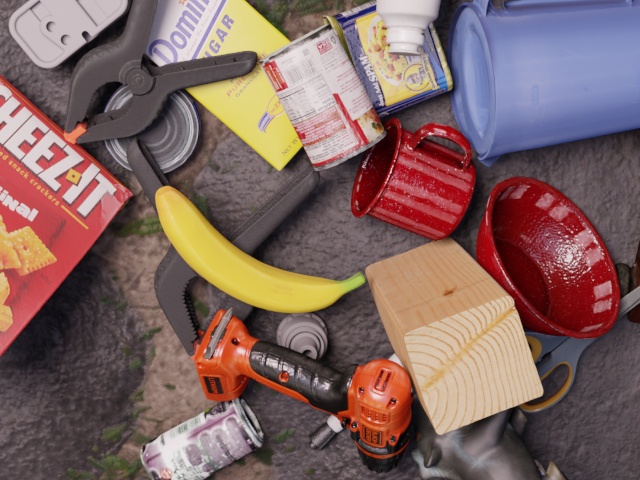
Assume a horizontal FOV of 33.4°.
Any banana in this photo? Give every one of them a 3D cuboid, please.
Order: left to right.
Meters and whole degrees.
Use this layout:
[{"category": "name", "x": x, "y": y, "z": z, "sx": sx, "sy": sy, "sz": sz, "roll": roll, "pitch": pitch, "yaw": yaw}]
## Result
[{"category": "banana", "x": -0.061, "y": 0.018, "z": 0.908, "sx": 0.197, "sy": 0.037, "sz": 0.070, "roll": 24, "pitch": 105, "yaw": -21}]

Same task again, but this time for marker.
[{"category": "marker", "x": 0.034, "y": 0.155, "z": 1.017, "sx": 0.121, "sy": 0.020, "sz": 0.020, "roll": -45, "pitch": 103, "yaw": 5}]

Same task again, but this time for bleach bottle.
[{"category": "bleach bottle", "x": 0.076, "y": -0.276, "z": 0.862, "sx": 0.068, "sy": 0.102, "sz": 0.251, "roll": 4, "pitch": 94, "yaw": -4}]

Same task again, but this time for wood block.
[{"category": "wood block", "x": 0.106, "y": 0.072, "z": 0.909, "sx": 0.091, "sy": 0.206, "sz": 0.090, "roll": -20, "pitch": 104, "yaw": -1}]

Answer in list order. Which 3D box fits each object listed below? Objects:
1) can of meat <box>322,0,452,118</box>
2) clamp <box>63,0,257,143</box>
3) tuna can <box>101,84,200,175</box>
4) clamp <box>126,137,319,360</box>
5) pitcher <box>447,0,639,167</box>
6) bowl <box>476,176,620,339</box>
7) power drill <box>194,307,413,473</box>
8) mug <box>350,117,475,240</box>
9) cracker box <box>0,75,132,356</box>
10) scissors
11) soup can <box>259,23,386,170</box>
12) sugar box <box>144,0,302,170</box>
[{"category": "can of meat", "x": 0.059, "y": -0.162, "z": 0.928, "sx": 0.084, "sy": 0.057, "sz": 0.102, "roll": -22, "pitch": 104, "yaw": -2}, {"category": "clamp", "x": -0.139, "y": -0.136, "z": 0.881, "sx": 0.120, "sy": 0.039, "sz": 0.172, "roll": 38, "pitch": 110, "yaw": -17}, {"category": "tuna can", "x": -0.148, "y": -0.100, "z": 0.933, "sx": 0.086, "sy": 0.034, "sz": 0.086, "roll": -1, "pitch": 103, "yaw": -6}, {"category": "clamp", "x": -0.105, "y": 0.009, "z": 0.941, "sx": 0.164, "sy": 0.036, "sz": 0.210, "roll": 15, "pitch": 114, "yaw": -7}, {"category": "pitcher", "x": 0.237, "y": -0.159, "z": 0.909, "sx": 0.242, "sy": 0.149, "sz": 0.145, "roll": -9, "pitch": 79, "yaw": -7}, {"category": "bowl", "x": 0.193, "y": 0.025, "z": 0.957, "sx": 0.162, "sy": 0.162, "sz": 0.055, "roll": 38, "pitch": 134, "yaw": -13}, {"category": "power drill", "x": -0.010, "y": 0.134, "z": 0.927, "sx": 0.188, "sy": 0.184, "sz": 0.057, "roll": 17, "pitch": 60, "yaw": 12}, {"category": "mug", "x": 0.088, "y": -0.057, "z": 0.932, "sx": 0.081, "sy": 0.093, "sz": 0.117, "roll": 21, "pitch": 134, "yaw": -15}, {"category": "cracker box", "x": -0.274, "y": -0.015, "z": 0.853, "sx": 0.164, "sy": 0.213, "sz": 0.072, "roll": 43, "pitch": 137, "yaw": -13}, {"category": "scissors", "x": 0.234, "y": 0.077, "z": 0.999, "sx": 0.096, "sy": 0.016, "sz": 0.202, "roll": 32, "pitch": 111, "yaw": -4}, {"category": "soup can", "x": 0.002, "y": -0.118, "z": 0.879, "sx": 0.068, "sy": 0.068, "sz": 0.102, "roll": -28, "pitch": 102, "yaw": 1}, {"category": "sugar box", "x": -0.072, "y": -0.153, "z": 0.922, "sx": 0.176, "sy": 0.048, "sz": 0.093, "roll": 40, "pitch": 96, "yaw": -14}]
